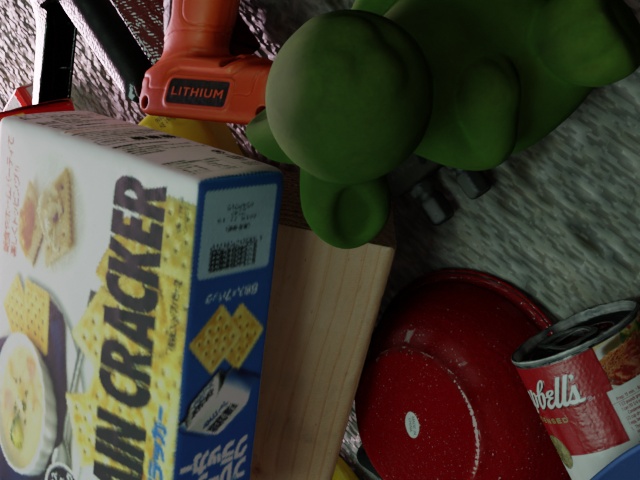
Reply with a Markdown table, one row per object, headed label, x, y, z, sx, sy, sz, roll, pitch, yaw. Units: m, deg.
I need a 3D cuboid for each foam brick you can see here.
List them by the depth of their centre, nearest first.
| label | x | y | z | sx | sy | sz | roll | pitch | yaw |
| --- | --- | --- | --- | --- | --- | --- | --- | --- | --- |
| foam brick | -0.084 | -0.136 | 0.654 | 0.051 | 0.053 | 0.078 | -35 | 84 | 18 |

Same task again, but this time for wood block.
| label | x | y | z | sx | sy | sz | roll | pitch | yaw |
| --- | --- | --- | --- | --- | --- | --- | --- | --- | --- |
| wood block | -0.024 | 0.072 | 0.632 | 0.090 | 0.091 | 0.206 | 13 | 111 | -3 |

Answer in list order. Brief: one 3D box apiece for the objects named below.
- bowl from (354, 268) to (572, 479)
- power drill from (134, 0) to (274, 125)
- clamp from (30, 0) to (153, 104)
| label | x | y | z | sx | sy | sz | roll | pitch | yaw |
| --- | --- | --- | --- | --- | --- | --- | --- | --- | --- |
| bowl | 0.071 | 0.100 | 0.610 | 0.162 | 0.055 | 0.162 | 13 | 109 | 44 |
| power drill | -0.031 | -0.154 | 0.555 | 0.185 | 0.057 | 0.188 | 9 | 98 | 40 |
| clamp | -0.178 | -0.164 | 0.732 | 0.165 | 0.036 | 0.210 | -25 | 78 | 49 |
